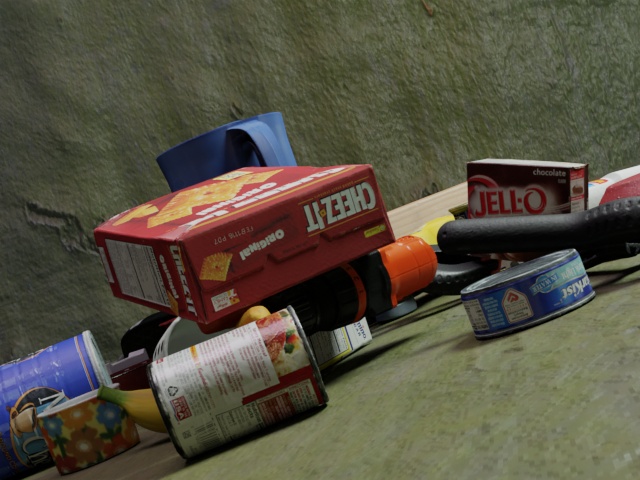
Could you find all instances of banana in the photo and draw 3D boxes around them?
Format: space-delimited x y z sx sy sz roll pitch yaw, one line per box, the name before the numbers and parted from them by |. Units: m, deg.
banana | -0.087 0.106 0.792 0.069 0.037 0.198 34 -46 -31

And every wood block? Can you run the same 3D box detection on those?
wood block | 0.112 0.010 1.387 0.206 0.090 0.091 -22 -16 -8

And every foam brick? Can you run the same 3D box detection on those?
foam brick | -0.191 0.157 1.100 0.078 0.051 0.053 -21 0 -35

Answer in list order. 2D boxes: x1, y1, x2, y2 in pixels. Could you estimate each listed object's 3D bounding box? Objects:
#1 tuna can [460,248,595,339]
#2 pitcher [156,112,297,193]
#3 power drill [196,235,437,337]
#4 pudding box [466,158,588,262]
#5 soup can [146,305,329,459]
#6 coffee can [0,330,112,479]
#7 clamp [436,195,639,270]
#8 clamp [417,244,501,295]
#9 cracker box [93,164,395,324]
tuna can | 0.139 0.035 0.722 0.086 0.034 0.086 -21 0 0
pitcher | -0.057 0.001 1.053 0.145 0.243 0.149 -21 0 18
power drill | -0.023 0.044 0.876 0.184 0.057 0.188 -17 8 -43
pudding box | 0.188 -0.027 0.971 0.114 0.090 0.039 6 15 42
soup can | -0.054 0.092 0.694 0.102 0.068 0.068 -22 0 -5
coffee can | -0.264 0.157 0.996 0.140 0.103 0.103 -21 0 -10
clamp | 0.198 -0.007 0.756 0.164 0.036 0.210 6 -13 -34
clamp | 0.084 0.023 1.025 0.171 0.039 0.120 0 29 -11
cracker box | -0.069 -0.006 0.842 0.164 0.072 0.214 -23 13 -25
